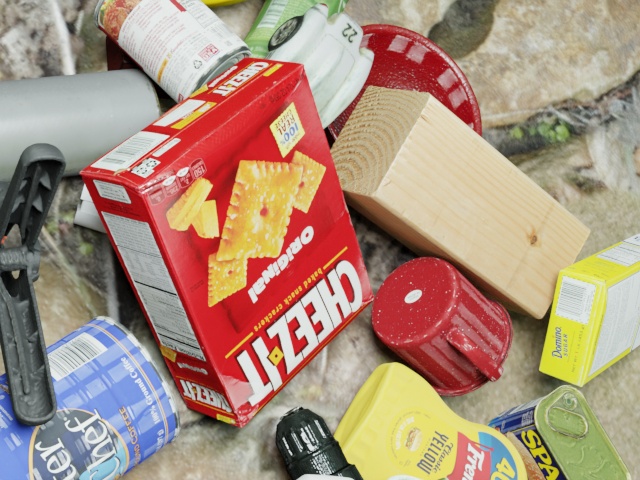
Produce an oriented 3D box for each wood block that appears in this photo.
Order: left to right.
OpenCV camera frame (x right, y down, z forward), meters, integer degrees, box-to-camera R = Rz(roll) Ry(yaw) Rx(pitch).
[{"bbox_3d":[0.109,-0.028,0.860,0.205,0.090,0.091,34,83,-32],"label":"wood block"}]

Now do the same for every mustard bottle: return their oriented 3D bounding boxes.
[{"bbox_3d":[0.105,0.186,0.845,0.191,0.058,0.096,36,70,-11],"label":"mustard bottle"}]

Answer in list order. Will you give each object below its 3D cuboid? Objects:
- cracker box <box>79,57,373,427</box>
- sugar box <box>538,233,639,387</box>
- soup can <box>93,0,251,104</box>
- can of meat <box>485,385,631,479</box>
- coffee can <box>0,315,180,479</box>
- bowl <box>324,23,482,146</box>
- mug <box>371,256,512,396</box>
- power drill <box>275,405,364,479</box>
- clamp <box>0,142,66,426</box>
[{"bbox_3d":[-0.055,0.001,0.769,0.164,0.072,0.213,-41,128,-32],"label":"cracker box"},{"bbox_3d":[0.251,0.055,0.923,0.175,0.048,0.093,-17,121,-55],"label":"sugar box"},{"bbox_3d":[-0.109,-0.150,0.796,0.102,0.069,0.068,44,57,8],"label":"soup can"},{"bbox_3d":[0.191,0.179,0.876,0.057,0.084,0.102,-27,84,-32],"label":"can of meat"},{"bbox_3d":[-0.179,0.128,0.702,0.140,0.103,0.103,-33,87,-33],"label":"coffee can"},{"bbox_3d":[0.061,-0.108,0.943,0.161,0.055,0.162,10,67,-23],"label":"bowl"},{"bbox_3d":[0.099,0.071,0.843,0.093,0.117,0.081,-47,130,2],"label":"mug"},{"bbox_3d":[-0.037,0.230,0.740,0.187,0.057,0.184,-25,78,-20],"label":"power drill"},{"bbox_3d":[-0.198,0.004,0.685,0.036,0.210,0.164,1,106,-27],"label":"clamp"}]
